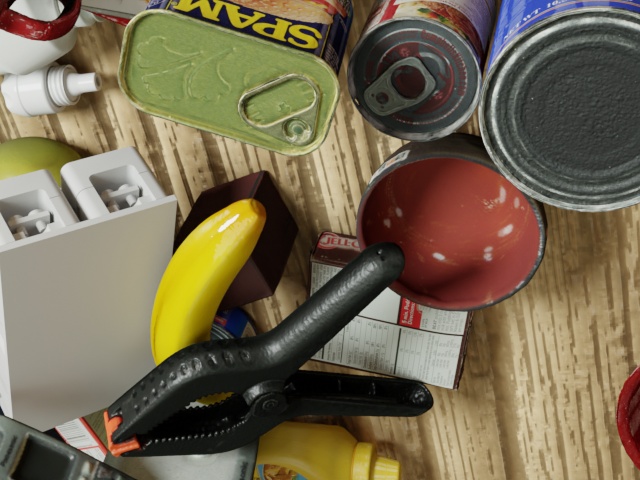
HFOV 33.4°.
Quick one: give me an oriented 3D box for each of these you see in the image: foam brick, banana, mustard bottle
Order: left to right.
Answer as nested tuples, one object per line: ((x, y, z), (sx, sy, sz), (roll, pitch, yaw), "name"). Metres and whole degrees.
((-0.071, 0.047, 0.655), (0.069, 0.037, 0.198), (-13, 141, -15), "banana")
((-0.055, 0.001, 0.689), (0.051, 0.078, 0.053), (-17, 117, 23), "foam brick")
((-0.035, 0.166, 0.803), (0.192, 0.058, 0.096), (4, 147, 12), "mustard bottle")

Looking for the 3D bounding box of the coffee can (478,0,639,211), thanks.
((0.137, -0.094, 0.532), (0.103, 0.140, 0.103), (7, 125, 10), "coffee can")

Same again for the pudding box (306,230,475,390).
((0.046, 0.048, 0.718), (0.113, 0.039, 0.090), (12, 128, 10), "pudding box")

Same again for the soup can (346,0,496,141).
((0.057, -0.106, 0.569), (0.068, 0.102, 0.068), (7, 125, 10), "soup can")

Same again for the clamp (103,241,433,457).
((-0.031, 0.079, 0.650), (0.210, 0.036, 0.164), (-14, 136, -7), "clamp")

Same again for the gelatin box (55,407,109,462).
((-0.162, 0.138, 0.816), (0.030, 0.073, 0.089), (-16, 119, 25), "gelatin box")

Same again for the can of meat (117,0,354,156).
((-0.036, -0.096, 0.520), (0.102, 0.084, 0.057), (16, 131, -3), "can of meat")
